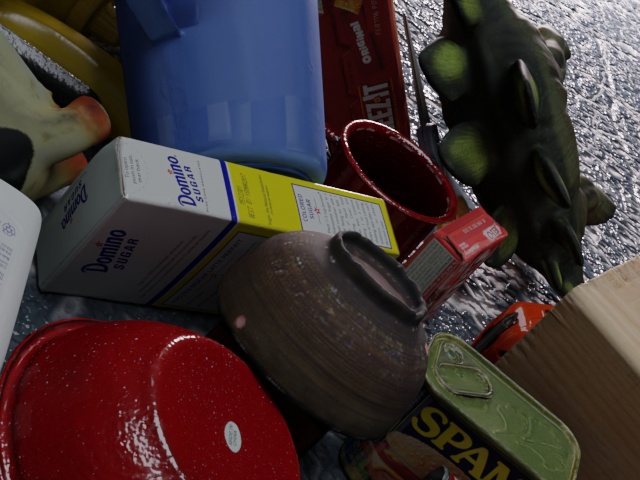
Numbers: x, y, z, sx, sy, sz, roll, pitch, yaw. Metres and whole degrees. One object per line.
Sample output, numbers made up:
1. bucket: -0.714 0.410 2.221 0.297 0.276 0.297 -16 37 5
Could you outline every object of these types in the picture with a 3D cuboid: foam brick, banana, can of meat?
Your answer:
1. foam brick: -0.027 0.076 0.553 0.078 0.051 0.052 45 31 9
2. banana: -0.157 -0.103 0.661 0.198 0.037 0.069 40 31 2
3. can of meat: 0.073 0.114 0.579 0.102 0.084 0.057 39 31 0

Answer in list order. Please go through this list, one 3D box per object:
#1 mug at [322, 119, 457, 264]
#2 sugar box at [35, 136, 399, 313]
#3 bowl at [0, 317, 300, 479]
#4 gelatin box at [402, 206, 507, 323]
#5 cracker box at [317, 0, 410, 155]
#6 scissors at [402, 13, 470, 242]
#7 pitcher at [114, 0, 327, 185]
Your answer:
1. mug: 0.021 -0.027 0.710 0.117 0.082 0.093 42 31 5
2. sugar box: -0.054 0.000 0.579 0.175 0.093 0.048 14 50 -37
3. bowl: -0.058 0.093 0.454 0.162 0.055 0.162 44 26 -29
4. gelatin box: 0.073 0.024 0.691 0.030 0.089 0.073 47 32 12
5. cracker box: 0.010 -0.192 0.835 0.072 0.164 0.214 -15 44 0
6. scissors: 0.090 -0.065 0.812 0.096 0.016 0.202 28 54 -57
7. pitcher: -0.067 -0.142 0.626 0.149 0.145 0.243 0 72 -20
